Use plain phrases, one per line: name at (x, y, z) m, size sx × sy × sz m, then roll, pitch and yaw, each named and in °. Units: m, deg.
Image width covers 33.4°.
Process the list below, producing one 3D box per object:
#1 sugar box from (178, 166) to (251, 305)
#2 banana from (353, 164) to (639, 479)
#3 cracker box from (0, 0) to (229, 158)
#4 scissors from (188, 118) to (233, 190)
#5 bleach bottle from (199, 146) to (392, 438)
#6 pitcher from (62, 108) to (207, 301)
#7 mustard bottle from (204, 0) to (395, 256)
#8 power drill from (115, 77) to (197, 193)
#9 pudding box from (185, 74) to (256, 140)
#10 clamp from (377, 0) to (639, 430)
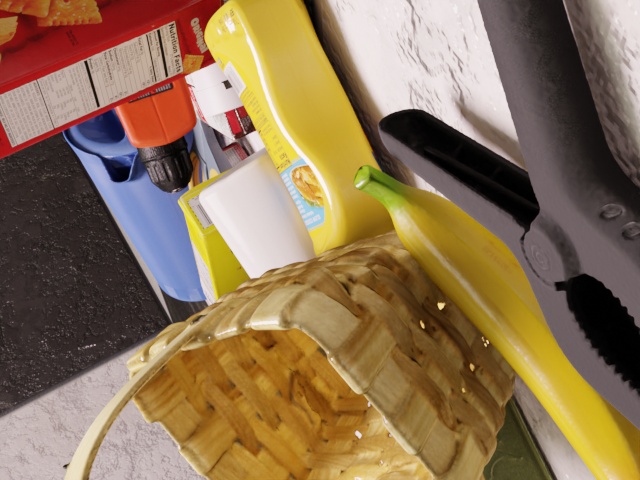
sugar box at (-0.055, 0.001, 0.863) m, size 0.048 × 0.093 × 0.176 m, roll 57°, pitch 167°, yaw 26°
banana at (0.087, 0.042, 0.456) m, size 0.198 × 0.069 × 0.037 m, roll 49°, pitch 122°, yaw 28°
cracker box at (-0.164, -0.163, 0.679) m, size 0.164 × 0.213 × 0.072 m, roll 57°, pitch 165°, yaw 24°
scissors at (-0.093, -0.095, 0.907) m, size 0.096 × 0.016 × 0.202 m, roll 41°, pitch 140°, yaw 43°
bleach bottle at (0.019, 0.052, 0.713) m, size 0.251 × 0.068 × 0.102 m, roll 58°, pitch -155°, yaw -8°
pitcher at (-0.152, -0.059, 1.086) m, size 0.145 × 0.149 × 0.243 m, roll 33°, pitch 154°, yaw 37°
mustard bottle at (0.000, -0.049, 0.614) m, size 0.191 × 0.058 × 0.096 m, roll 63°, pitch 168°, yaw -1°
power drill at (-0.141, -0.118, 0.852) m, size 0.188 × 0.057 × 0.184 m, roll -149°, pitch 37°, yaw -75°
pudding box at (-0.083, -0.132, 0.822) m, size 0.114 × 0.039 × 0.090 m, roll 34°, pitch 147°, yaw 62°
clamp at (0.090, -0.003, 0.398) m, size 0.210 × 0.036 × 0.165 m, roll 60°, pitch 164°, yaw 8°
